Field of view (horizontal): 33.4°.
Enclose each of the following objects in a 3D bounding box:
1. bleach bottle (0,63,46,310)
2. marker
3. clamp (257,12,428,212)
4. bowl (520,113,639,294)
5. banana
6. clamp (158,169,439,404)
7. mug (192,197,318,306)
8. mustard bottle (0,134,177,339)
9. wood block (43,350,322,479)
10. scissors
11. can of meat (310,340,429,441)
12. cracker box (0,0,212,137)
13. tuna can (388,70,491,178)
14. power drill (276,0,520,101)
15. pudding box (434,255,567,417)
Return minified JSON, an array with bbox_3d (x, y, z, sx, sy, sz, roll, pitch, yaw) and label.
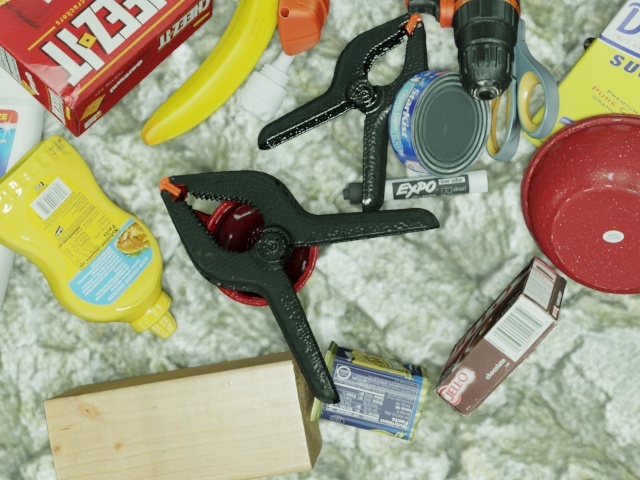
[{"bbox_3d":[-0.297,-0.066,0.916,0.102,0.068,0.251,13,90,4],"label":"bleach bottle"},{"bbox_3d":[0.079,-0.045,0.898,0.121,0.020,0.020,-5,91,6],"label":"marker"},{"bbox_3d":[0.042,-0.107,0.885,0.120,0.039,0.171,42,93,7],"label":"clamp"},{"bbox_3d":[0.229,-0.014,0.825,0.162,0.055,0.162,12,125,17],"label":"bowl"},{"bbox_3d":[-0.081,-0.157,0.887,0.198,0.069,0.037,-57,46,23],"label":"banana"},{"bbox_3d":[-0.025,0.000,0.817,0.210,0.036,0.164,36,86,8],"label":"clamp"},{"bbox_3d":[-0.056,0.001,0.881,0.117,0.081,0.093,19,93,5],"label":"mug"},{"bbox_3d":[-0.189,0.011,0.890,0.191,0.058,0.096,48,64,-18],"label":"mustard bottle"},{"bbox_3d":[-0.110,0.154,0.886,0.206,0.091,0.090,-10,90,6],"label":"wood block"},{"bbox_3d":[0.166,-0.163,0.858,0.016,0.096,0.202,5,94,-26],"label":"scissors"},{"bbox_3d":[0.041,0.122,0.865,0.084,0.102,0.057,14,92,3],"label":"can of meat"},{"bbox_3d":[-0.219,-0.219,0.875,0.214,0.072,0.164,43,74,4],"label":"cracker box"},{"bbox_3d":[0.096,-0.095,0.864,0.085,0.034,0.086,-9,106,-35],"label":"tuna can"},{"bbox_3d":[0.063,-0.186,0.845,0.188,0.057,0.184,2,57,6],"label":"power drill"},{"bbox_3d":[0.143,0.075,0.842,0.039,0.090,0.114,40,116,1],"label":"pudding box"}]
